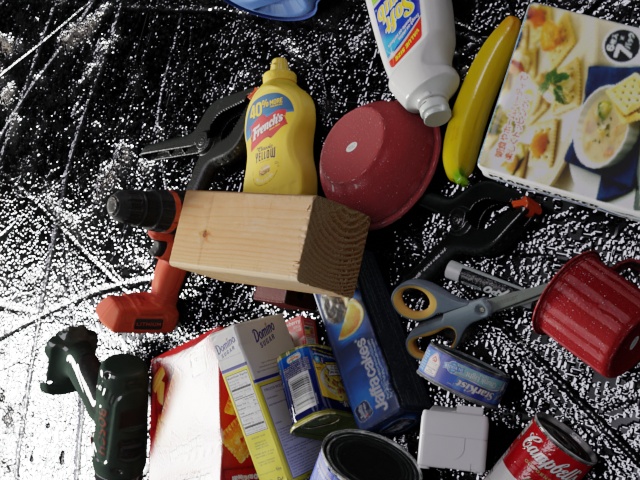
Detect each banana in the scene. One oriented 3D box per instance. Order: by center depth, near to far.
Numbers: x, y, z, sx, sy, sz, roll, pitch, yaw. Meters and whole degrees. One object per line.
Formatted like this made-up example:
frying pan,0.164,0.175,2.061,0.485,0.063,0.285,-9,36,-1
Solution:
banana,0.164,-0.136,1.105,0.070,0.037,0.197,-12,57,63

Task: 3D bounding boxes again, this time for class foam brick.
foam brick,-0.035,0.038,1.220,0.051,0.052,0.078,5,82,40

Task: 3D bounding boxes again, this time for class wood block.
wood block,-0.058,0.001,1.149,0.207,0.090,0.091,5,80,45

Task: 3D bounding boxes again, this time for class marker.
marker,0.179,0.048,1.044,0.121,0.020,0.020,22,92,26

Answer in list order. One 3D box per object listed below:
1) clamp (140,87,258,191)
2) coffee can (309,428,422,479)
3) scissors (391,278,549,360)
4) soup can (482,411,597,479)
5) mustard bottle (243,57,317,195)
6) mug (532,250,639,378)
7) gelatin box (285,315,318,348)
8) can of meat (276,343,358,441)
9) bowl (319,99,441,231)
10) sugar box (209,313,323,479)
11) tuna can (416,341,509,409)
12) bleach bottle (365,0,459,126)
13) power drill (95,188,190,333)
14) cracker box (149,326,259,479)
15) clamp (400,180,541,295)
clamp,-0.140,-0.109,1.354,0.210,0.036,0.164,-36,54,24
coffee can,0.029,0.272,1.046,0.103,0.102,0.140,38,119,39
scissors,0.144,0.054,1.049,0.096,0.016,0.202,53,131,5
soup can,0.193,0.216,0.973,0.102,0.068,0.069,-54,51,14
mustard bottle,-0.048,-0.128,1.273,0.096,0.058,0.191,-15,68,41
mug,0.260,0.062,0.958,0.117,0.093,0.082,-37,54,-19
gelatin box,-0.043,0.133,1.214,0.089,0.030,0.073,-23,64,33
can of meat,0.005,0.160,1.121,0.058,0.101,0.084,-33,57,29
bowl,0.052,-0.093,1.164,0.162,0.055,0.162,-25,51,35
sugar box,-0.050,0.171,1.137,0.048,0.093,0.176,-28,79,31
tuna can,0.138,0.129,1.031,0.086,0.086,0.034,25,93,41
bleach bottle,0.106,-0.237,1.159,0.103,0.068,0.251,-32,55,32
power drill,-0.202,0.024,1.288,0.057,0.184,0.188,45,116,38
cracker box,-0.131,0.221,1.206,0.164,0.072,0.213,-27,58,49
clamp,0.144,-0.024,1.101,0.172,0.039,0.120,-25,66,32
